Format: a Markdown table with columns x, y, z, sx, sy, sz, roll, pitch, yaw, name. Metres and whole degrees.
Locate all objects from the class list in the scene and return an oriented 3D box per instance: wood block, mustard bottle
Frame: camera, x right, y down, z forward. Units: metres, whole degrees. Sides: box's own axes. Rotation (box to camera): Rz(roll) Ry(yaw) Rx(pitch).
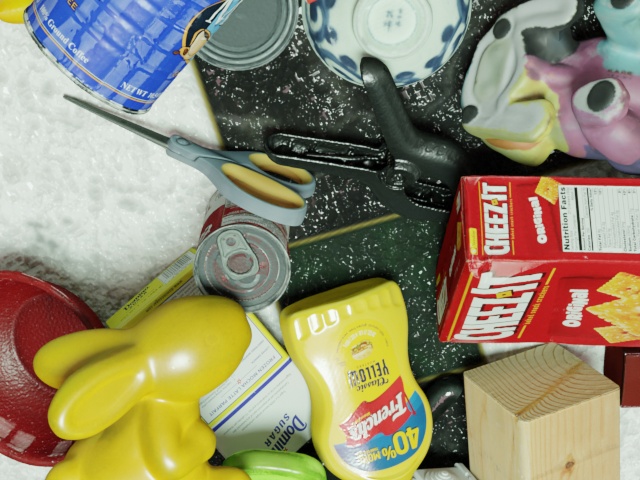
| x | y | z | sx | sy | sz | roll | pitch | yaw | name |
| --- | --- | --- | --- | --- | --- | --- | --- | --- | --- |
| 0.181 | 0.202 | 0.863 | 0.090 | 0.090 | 0.206 | -15 | 114 | -20 | wood block |
| 0.037 | 0.132 | 0.837 | 0.096 | 0.058 | 0.191 | -18 | 99 | -18 | mustard bottle |

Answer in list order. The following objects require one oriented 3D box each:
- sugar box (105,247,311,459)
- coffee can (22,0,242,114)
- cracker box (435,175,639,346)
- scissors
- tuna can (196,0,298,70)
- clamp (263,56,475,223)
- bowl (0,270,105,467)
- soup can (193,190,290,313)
| x | y | z | sx | sy | sz | roll | pitch | yaw | name |
| --- | --- | --- | --- | --- | --- | --- | --- | --- | --- |
| -0.076 | 0.101 | 0.843 | 0.093 | 0.048 | 0.176 | -41 | 111 | -10 | sugar box |
| -0.105 | -0.165 | 0.678 | 0.102 | 0.103 | 0.140 | 40 | 109 | -15 | coffee can |
| 0.197 | 0.022 | 0.763 | 0.213 | 0.072 | 0.164 | 1 | 155 | 0 | cracker box |
| -0.087 | -0.068 | 0.792 | 0.202 | 0.096 | 0.016 | 31 | 117 | 20 | scissors |
| -0.058 | -0.165 | 0.751 | 0.086 | 0.034 | 0.086 | 0 | 113 | -1 | tuna can |
| 0.046 | -0.056 | 0.783 | 0.120 | 0.039 | 0.171 | -21 | 132 | 39 | clamp |
| -0.217 | 0.092 | 0.830 | 0.162 | 0.055 | 0.162 | 6 | 109 | 19 | bowl |
| -0.055 | 0.001 | 0.784 | 0.068 | 0.102 | 0.068 | 0 | 113 | -1 | soup can |
